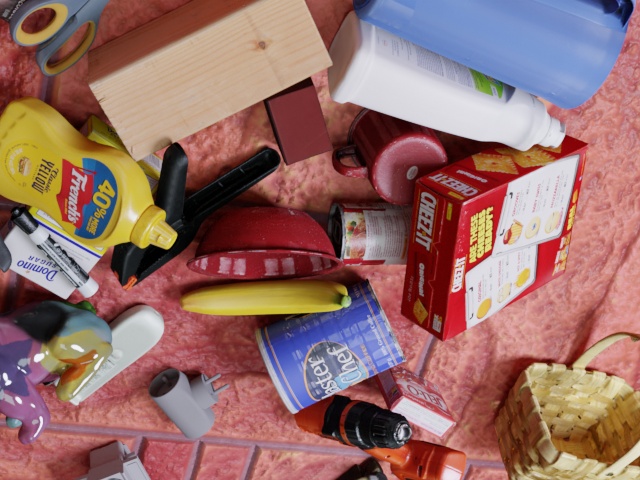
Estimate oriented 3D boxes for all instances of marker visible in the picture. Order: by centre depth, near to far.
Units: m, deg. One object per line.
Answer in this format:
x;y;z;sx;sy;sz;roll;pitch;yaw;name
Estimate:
-0.265;0.011;1.060;0.020;0.020;0.121;-33;122;7;marker

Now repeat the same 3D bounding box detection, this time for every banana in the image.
-0.052;0.060;1.156;0.198;0.069;0.037;-4;81;20;banana

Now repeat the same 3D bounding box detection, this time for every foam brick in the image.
-0.025;-0.125;1.067;0.051;0.053;0.078;-18;122;-2;foam brick

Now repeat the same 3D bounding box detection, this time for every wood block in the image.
-0.105;-0.170;1.000;0.206;0.090;0.091;-25;122;3;wood block

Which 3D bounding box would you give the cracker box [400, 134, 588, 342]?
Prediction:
0.182;-0.012;1.118;0.213;0.072;0.164;-23;129;-38;cracker box

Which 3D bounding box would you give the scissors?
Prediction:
-0.205;-0.233;0.961;0.202;0.016;0.096;-50;150;18;scissors

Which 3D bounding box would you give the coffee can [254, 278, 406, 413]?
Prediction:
0.011;0.118;1.191;0.140;0.103;0.102;-25;123;2;coffee can

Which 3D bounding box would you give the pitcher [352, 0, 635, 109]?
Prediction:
0.162;-0.226;1.002;0.242;0.145;0.149;16;116;-18;pitcher

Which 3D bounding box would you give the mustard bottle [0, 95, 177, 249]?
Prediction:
-0.217;-0.048;0.992;0.191;0.058;0.096;31;113;6;mustard bottle

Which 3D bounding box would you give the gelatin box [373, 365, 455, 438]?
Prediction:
0.113;0.189;1.274;0.089;0.073;0.030;30;109;-26;gelatin box

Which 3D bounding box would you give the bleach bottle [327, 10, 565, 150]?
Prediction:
0.132;-0.142;1.055;0.250;0.102;0.068;19;127;-17;bleach bottle

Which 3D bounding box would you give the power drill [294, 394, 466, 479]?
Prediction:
0.084;0.236;1.251;0.187;0.185;0.057;34;72;-32;power drill

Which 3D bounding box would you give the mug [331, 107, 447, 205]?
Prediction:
0.070;-0.087;1.094;0.117;0.081;0.093;-7;122;-9;mug

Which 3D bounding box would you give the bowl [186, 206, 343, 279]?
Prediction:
-0.057;0.001;1.103;0.162;0.162;0.055;2;78;-15;bowl

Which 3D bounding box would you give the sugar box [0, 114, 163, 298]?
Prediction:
-0.244;-0.031;1.077;0.093;0.048;0.176;34;112;-28;sugar box

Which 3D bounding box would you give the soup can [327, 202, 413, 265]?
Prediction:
0.064;-0.007;1.150;0.102;0.068;0.068;-1;120;-14;soup can

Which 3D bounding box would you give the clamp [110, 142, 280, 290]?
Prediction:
-0.139;-0.027;1.087;0.164;0.036;0.210;-9;147;-50;clamp
